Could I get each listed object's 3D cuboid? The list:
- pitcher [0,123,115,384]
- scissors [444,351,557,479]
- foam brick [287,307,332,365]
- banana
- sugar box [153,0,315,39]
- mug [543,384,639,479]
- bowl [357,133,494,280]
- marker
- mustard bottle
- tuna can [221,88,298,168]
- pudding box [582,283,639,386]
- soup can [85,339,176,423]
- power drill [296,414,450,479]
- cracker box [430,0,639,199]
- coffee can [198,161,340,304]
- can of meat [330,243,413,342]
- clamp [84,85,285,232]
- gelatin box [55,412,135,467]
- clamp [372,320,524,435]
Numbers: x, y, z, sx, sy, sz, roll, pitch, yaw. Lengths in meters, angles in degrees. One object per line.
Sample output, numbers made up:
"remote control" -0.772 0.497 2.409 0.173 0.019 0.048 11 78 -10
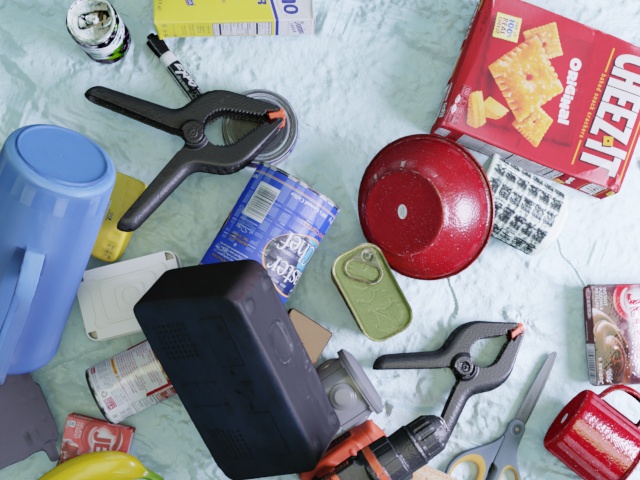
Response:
"pitcher" -0.290 0.015 1.054 0.149 0.144 0.243 42 124 19
"scissors" 0.196 0.212 1.183 0.096 0.016 0.202 13 86 -2
"foam brick" -0.023 0.108 1.149 0.053 0.078 0.051 32 84 -1
"banana" -0.267 0.270 1.119 0.198 0.037 0.069 -26 90 -1
"sugar box" -0.095 -0.274 1.178 0.176 0.048 0.093 -3 75 -1
"mug" 0.303 0.206 1.149 0.081 0.093 0.117 38 103 5
"bowl" 0.100 -0.032 1.135 0.162 0.055 0.162 5 100 29
"marker" -0.154 -0.181 1.190 0.020 0.020 0.121 -37 88 -4
"mustard bottle" -0.291 -0.053 1.157 0.191 0.058 0.096 23 90 -1
"tuna can" -0.067 -0.124 1.183 0.086 0.034 0.086 0 87 -2
"pudding box" 0.341 0.104 1.184 0.090 0.039 0.113 -2 87 -3
"soup can" -0.192 0.145 1.145 0.102 0.068 0.068 -26 88 -3
"power drill" 0.043 0.230 1.090 0.184 0.187 0.057 -33 87 -3
"cracker box" 0.250 -0.160 1.180 0.213 0.072 0.164 21 86 -2
"coffee can" -0.057 0.001 1.141 0.103 0.103 0.140 31 85 -1
"can of meat" 0.052 0.056 1.152 0.057 0.084 0.102 -28 88 -4
"clamp" -0.138 -0.098 1.136 0.210 0.036 0.164 -8 77 -6
"gelatin box" -0.246 0.238 1.155 0.073 0.030 0.089 13 87 -1
"clamp" 0.156 0.152 1.173 0.171 0.039 0.120 -24 89 -4
